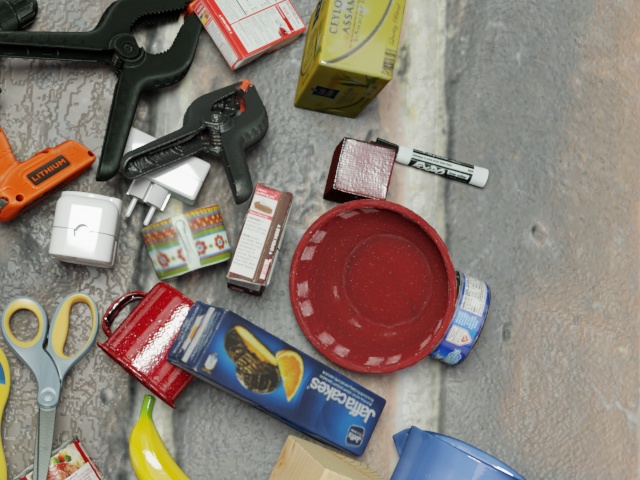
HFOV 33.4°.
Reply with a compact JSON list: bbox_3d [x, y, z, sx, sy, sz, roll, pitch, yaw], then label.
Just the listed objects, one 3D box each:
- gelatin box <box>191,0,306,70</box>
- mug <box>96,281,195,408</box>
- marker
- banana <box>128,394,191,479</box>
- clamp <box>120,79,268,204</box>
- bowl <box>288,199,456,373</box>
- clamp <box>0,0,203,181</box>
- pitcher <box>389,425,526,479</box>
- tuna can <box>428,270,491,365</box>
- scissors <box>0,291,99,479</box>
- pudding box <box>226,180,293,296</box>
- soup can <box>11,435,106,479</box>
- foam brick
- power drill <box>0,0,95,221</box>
[{"bbox_3d":[-0.067,-0.213,1.022,0.089,0.030,0.073,-33,90,-35],"label":"gelatin box"},{"bbox_3d":[-0.150,0.087,0.975,0.117,0.093,0.081,31,74,32],"label":"mug"},{"bbox_3d":[0.106,-0.077,1.052,0.121,0.020,0.020,15,83,-6],"label":"marker"},{"bbox_3d":[-0.111,0.232,0.985,0.198,0.037,0.069,44,80,-2],"label":"banana"},{"bbox_3d":[-0.088,-0.091,0.967,0.120,0.039,0.171,24,46,15],"label":"clamp"},{"bbox_3d":[0.054,0.041,0.997,0.162,0.055,0.162,2,95,21],"label":"bowl"},{"bbox_3d":[-0.191,-0.173,0.980,0.164,0.036,0.209,43,60,-5],"label":"clamp"},{"bbox_3d":[0.101,0.303,0.958,0.145,0.149,0.243,27,85,-14],"label":"pitcher"},{"bbox_3d":[0.128,0.074,1.007,0.033,0.086,0.086,23,82,-7],"label":"tuna can"},{"bbox_3d":[-0.258,0.128,0.946,0.096,0.016,0.201,17,57,-2],"label":"scissors"},{"bbox_3d":[-0.056,0.001,0.976,0.039,0.113,0.090,17,82,-4],"label":"pudding box"},{"bbox_3d":[-0.219,0.235,0.955,0.068,0.068,0.102,-34,91,-9],"label":"soup can"},{"bbox_3d":[0.036,-0.062,1.012,0.053,0.078,0.051,13,83,-4],"label":"foam brick"},{"bbox_3d":[-0.291,-0.126,0.970,0.184,0.057,0.187,-40,95,-32],"label":"power drill"}]
